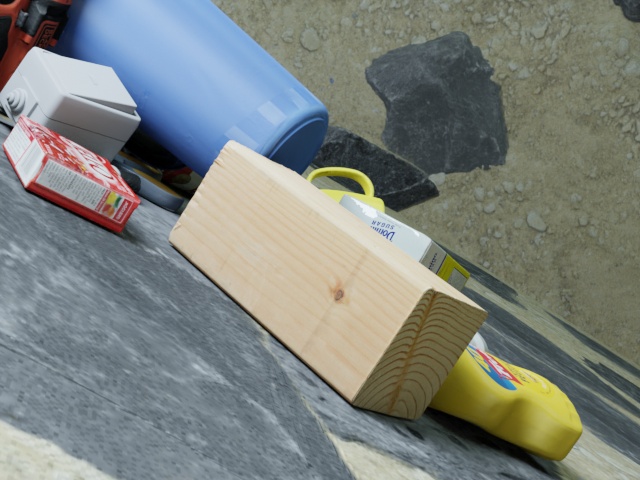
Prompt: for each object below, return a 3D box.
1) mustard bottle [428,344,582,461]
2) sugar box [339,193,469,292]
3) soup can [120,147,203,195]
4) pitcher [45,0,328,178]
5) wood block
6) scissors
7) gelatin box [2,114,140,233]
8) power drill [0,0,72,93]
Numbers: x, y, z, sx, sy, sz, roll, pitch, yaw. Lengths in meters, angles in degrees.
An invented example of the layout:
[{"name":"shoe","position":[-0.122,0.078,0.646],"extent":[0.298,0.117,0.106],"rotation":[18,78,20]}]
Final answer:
[{"name":"mustard bottle","position":[0.114,0.109,0.818],"extent":[0.191,0.058,0.096],"rotation":[28,11,-38]},{"name":"sugar box","position":[0.075,0.012,0.985],"extent":[0.093,0.048,0.176],"rotation":[29,-4,21]},{"name":"soup can","position":[-0.137,-0.087,1.027],"extent":[0.069,0.068,0.102],"rotation":[38,7,40]},{"name":"pitcher","position":[-0.117,-0.132,0.900],"extent":[0.243,0.145,0.149],"rotation":[41,-5,15]},{"name":"wood block","position":[0.000,0.025,0.745],"extent":[0.206,0.091,0.090],"rotation":[38,9,36]},{"name":"scissors","position":[-0.182,-0.065,0.872],"extent":[0.096,0.016,0.201],"rotation":[36,7,25]},{"name":"gelatin box","position":[-0.169,-0.046,0.720],"extent":[0.073,0.030,0.089],"rotation":[29,8,-33]},{"name":"power drill","position":[-0.243,-0.180,0.770],"extent":[0.057,0.184,0.187],"rotation":[34,16,13]}]
